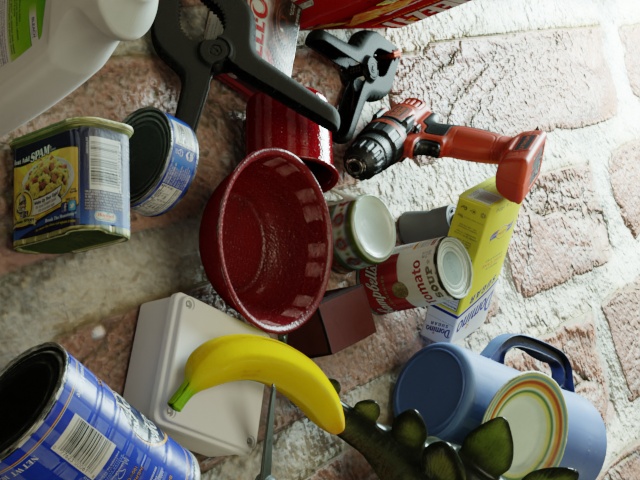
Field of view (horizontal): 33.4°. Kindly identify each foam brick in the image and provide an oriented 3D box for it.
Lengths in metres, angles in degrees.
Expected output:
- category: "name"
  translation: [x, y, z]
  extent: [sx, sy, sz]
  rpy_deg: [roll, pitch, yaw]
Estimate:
- category: "foam brick"
  translation: [0.007, 0.078, 1.026]
  extent: [0.078, 0.053, 0.051]
  rpy_deg: [-20, 94, -51]

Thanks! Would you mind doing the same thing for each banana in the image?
- category: "banana"
  translation: [-0.044, 0.115, 0.878]
  extent: [0.197, 0.037, 0.069]
  rpy_deg: [19, 92, -43]

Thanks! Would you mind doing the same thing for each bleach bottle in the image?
- category: "bleach bottle"
  translation: [-0.186, -0.129, 0.699]
  extent: [0.067, 0.251, 0.102]
  rpy_deg: [2, 77, -50]

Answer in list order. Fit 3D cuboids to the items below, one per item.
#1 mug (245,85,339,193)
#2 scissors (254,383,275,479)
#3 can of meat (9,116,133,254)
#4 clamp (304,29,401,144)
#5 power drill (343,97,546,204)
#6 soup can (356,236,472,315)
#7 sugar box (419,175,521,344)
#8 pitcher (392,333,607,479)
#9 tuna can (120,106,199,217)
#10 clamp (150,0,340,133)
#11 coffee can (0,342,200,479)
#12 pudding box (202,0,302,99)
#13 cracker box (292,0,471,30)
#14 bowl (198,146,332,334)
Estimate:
- category: "mug"
  translation: [-0.028, -0.089, 1.017]
  extent: [0.117, 0.093, 0.081]
  rpy_deg: [65, 22, -66]
- category: "scissors"
  translation: [-0.039, 0.209, 0.896]
  extent: [0.096, 0.016, 0.202]
  rpy_deg: [-5, 109, -64]
- category: "can of meat"
  translation: [-0.185, -0.038, 0.792]
  extent: [0.057, 0.102, 0.084]
  rpy_deg: [10, 73, -48]
- category: "clamp"
  translation: [0.037, -0.190, 1.150]
  extent: [0.171, 0.039, 0.120]
  rpy_deg: [-52, 134, -51]
- category: "power drill"
  translation: [0.133, -0.094, 1.130]
  extent: [0.184, 0.188, 0.057]
  rpy_deg: [-46, 147, -53]
- category: "soup can"
  translation: [0.098, 0.037, 1.108]
  extent: [0.068, 0.102, 0.068]
  rpy_deg: [18, 65, -46]
- category: "sugar box"
  translation: [0.167, 0.024, 1.168]
  extent: [0.093, 0.048, 0.176]
  rpy_deg: [-26, 133, -50]
- category: "pitcher"
  translation: [0.195, 0.186, 1.161]
  extent: [0.242, 0.145, 0.149]
  rpy_deg: [29, 26, -39]
- category: "tuna can"
  translation: [-0.139, -0.063, 0.867]
  extent: [0.033, 0.086, 0.086]
  rpy_deg: [24, 61, -45]
- category: "clamp"
  translation: [-0.100, -0.154, 0.947]
  extent: [0.164, 0.036, 0.210]
  rpy_deg: [-28, 81, -14]
- category: "coffee can"
  translation: [-0.168, 0.154, 0.752]
  extent: [0.140, 0.103, 0.102]
  rpy_deg: [47, 47, -30]
- category: "pudding box"
  translation: [-0.067, -0.197, 1.032]
  extent: [0.089, 0.039, 0.113]
  rpy_deg: [30, 57, -41]
- category: "cracker box"
  translation: [0.075, -0.274, 1.127]
  extent: [0.213, 0.164, 0.072]
  rpy_deg: [-15, 92, -51]
- category: "bowl"
  translation: [-0.056, 0.001, 0.932]
  extent: [0.161, 0.055, 0.162]
  rpy_deg: [6, 82, -55]
